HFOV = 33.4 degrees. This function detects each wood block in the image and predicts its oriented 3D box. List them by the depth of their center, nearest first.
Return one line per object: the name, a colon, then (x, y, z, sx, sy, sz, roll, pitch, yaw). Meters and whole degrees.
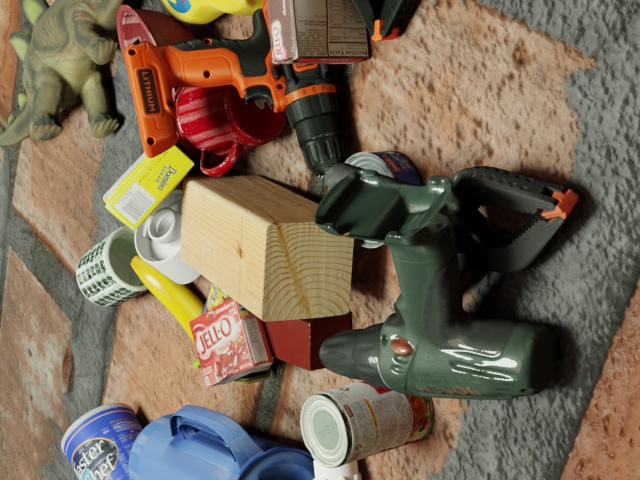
wood block: (-0.057, 0.002, 1.024, 0.206, 0.090, 0.091, 29, 119, 59)

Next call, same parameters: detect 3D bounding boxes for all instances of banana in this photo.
banana: (-0.152, 0.083, 1.210, 0.037, 0.069, 0.198, -46, 48, 4)

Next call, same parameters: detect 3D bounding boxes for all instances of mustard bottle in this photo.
mustard bottle: (-0.119, -0.275, 1.105, 0.192, 0.058, 0.096, 5, 95, 51)

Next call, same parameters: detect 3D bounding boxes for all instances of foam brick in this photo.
foam brick: (-0.014, 0.091, 1.048, 0.078, 0.052, 0.051, 15, 108, 49)

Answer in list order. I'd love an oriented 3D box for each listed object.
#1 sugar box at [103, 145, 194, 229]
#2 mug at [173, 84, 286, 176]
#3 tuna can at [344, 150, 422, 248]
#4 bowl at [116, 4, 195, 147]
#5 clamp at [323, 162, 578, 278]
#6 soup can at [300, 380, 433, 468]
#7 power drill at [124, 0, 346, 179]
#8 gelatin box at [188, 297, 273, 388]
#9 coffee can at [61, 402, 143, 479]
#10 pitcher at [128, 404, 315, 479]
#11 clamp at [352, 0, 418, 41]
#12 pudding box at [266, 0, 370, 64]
sugar box: (-0.186, -0.062, 1.138, 0.048, 0.093, 0.176, 43, 176, -10)
mug: (-0.091, -0.119, 1.067, 0.082, 0.093, 0.117, -10, 59, 47)
tuna can: (0.053, -0.038, 0.956, 0.086, 0.033, 0.086, 13, 107, 49)
bowl: (-0.163, -0.184, 1.154, 0.162, 0.055, 0.162, 52, 157, 33)
clamp: (0.115, -0.002, 0.864, 0.210, 0.036, 0.164, -6, 121, 41)
soup can: (0.041, 0.159, 0.954, 0.069, 0.102, 0.068, 14, 108, 50)
power drill: (-0.078, -0.131, 0.989, 0.057, 0.187, 0.184, 125, 132, -77)
gelatin box: (-0.093, 0.102, 1.078, 0.089, 0.030, 0.073, -29, 73, 45)
coffee can: (-0.249, 0.290, 1.339, 0.140, 0.102, 0.103, 50, 132, 32)
pitcher: (-0.111, 0.252, 1.140, 0.243, 0.144, 0.149, 8, 82, 53)
clamp: (0.060, -0.258, 0.902, 0.120, 0.039, 0.171, 1, 105, 52)
pudding box: (-0.003, -0.213, 0.947, 0.039, 0.089, 0.113, 2, 97, 48)
